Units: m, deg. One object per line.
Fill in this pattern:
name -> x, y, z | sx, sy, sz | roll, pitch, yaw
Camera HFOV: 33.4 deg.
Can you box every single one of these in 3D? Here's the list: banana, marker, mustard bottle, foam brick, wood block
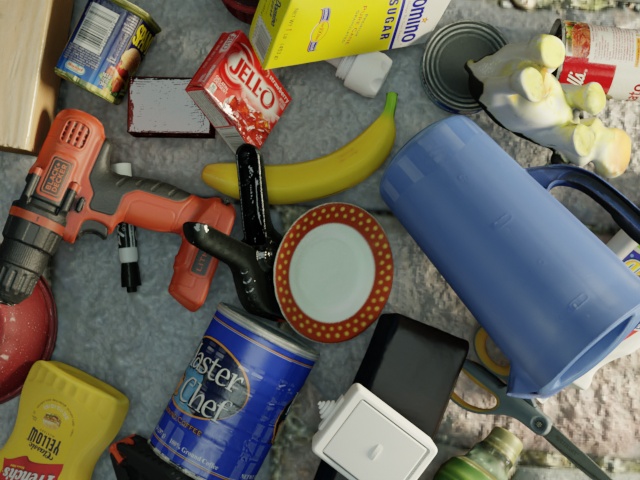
banana -> -0.009, -0.071, 0.993 | 0.198, 0.037, 0.069 | -22, 87, 0
marker -> -0.181, -0.012, 0.997 | 0.020, 0.020, 0.121 | -5, 89, -1
mustard bottle -> -0.253, 0.212, 0.971 | 0.096, 0.058, 0.191 | 23, 90, 16
foam brick -> -0.135, -0.121, 0.983 | 0.078, 0.053, 0.051 | 1, 89, 0
wood block -> -0.281, -0.185, 0.963 | 0.090, 0.091, 0.206 | 9, 89, -2

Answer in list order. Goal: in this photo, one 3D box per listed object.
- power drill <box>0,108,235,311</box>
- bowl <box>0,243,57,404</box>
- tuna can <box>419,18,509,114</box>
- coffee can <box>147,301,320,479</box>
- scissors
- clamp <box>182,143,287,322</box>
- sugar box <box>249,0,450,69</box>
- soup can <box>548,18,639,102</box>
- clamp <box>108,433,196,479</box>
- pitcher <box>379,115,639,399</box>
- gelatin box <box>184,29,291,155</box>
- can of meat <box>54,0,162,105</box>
power drill -> -0.183, -0.004, 0.955 | 0.187, 0.057, 0.184 | 23, 82, -13
bowl -> -0.327, 0.078, 0.975 | 0.162, 0.055, 0.162 | 0, 89, -2
tuna can -> 0.136, -0.161, 0.998 | 0.086, 0.034, 0.086 | 0, 89, -1
coffee can -> -0.077, 0.140, 0.955 | 0.103, 0.103, 0.140 | 28, 89, -1
scissors -> 0.198, 0.143, 0.955 | 0.202, 0.016, 0.096 | 25, 96, 28
clamp -> -0.056, 0.001, 0.957 | 0.039, 0.171, 0.120 | 7, 54, 33
sugar box -> 0.031, -0.204, 0.932 | 0.176, 0.093, 0.048 | -12, 63, -26
soup can -> 0.263, -0.165, 0.984 | 0.102, 0.068, 0.068 | 6, 89, -2
clamp -> -0.114, 0.257, 0.950 | 0.165, 0.036, 0.210 | -44, 74, 37
pitcher -> 0.172, 0.002, 0.924 | 0.243, 0.148, 0.145 | 51, 133, 20
gelatin box -> -0.073, -0.132, 0.960 | 0.089, 0.030, 0.073 | 53, 54, -37
can of meat -> -0.192, -0.172, 0.959 | 0.057, 0.102, 0.084 | 27, 91, 0
